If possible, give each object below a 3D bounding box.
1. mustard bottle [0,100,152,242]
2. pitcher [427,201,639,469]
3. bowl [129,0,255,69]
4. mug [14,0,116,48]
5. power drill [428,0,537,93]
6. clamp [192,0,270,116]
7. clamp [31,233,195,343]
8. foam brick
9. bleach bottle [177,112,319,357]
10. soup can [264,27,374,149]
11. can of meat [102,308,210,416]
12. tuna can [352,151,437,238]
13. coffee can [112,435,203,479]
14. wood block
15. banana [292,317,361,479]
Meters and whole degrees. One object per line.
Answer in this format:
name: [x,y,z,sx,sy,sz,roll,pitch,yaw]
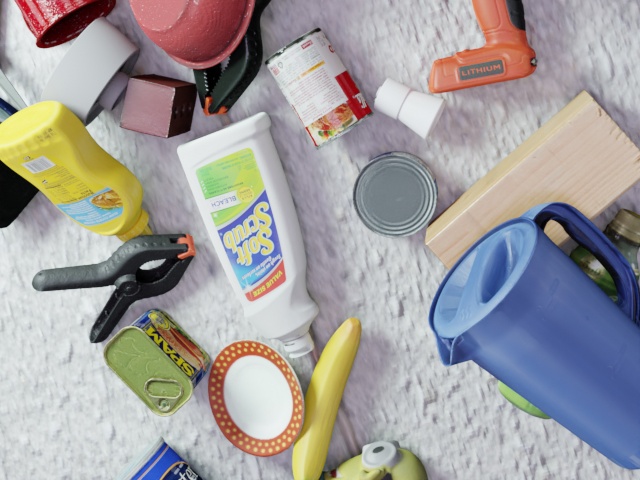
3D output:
mustard bottle: [-0.239,-0.058,1.096,0.096,0.058,0.191,-16,134,31]
pitcher: [0.232,0.091,0.971,0.242,0.145,0.149,39,119,-15]
bowl: [-0.137,-0.247,1.030,0.162,0.055,0.162,7,101,40]
mug: [-0.273,-0.248,1.083,0.117,0.093,0.081,-31,91,51]
power drill: [0.128,-0.239,1.021,0.184,0.057,0.187,-8,101,12]
clamp: [-0.082,-0.222,1.048,0.165,0.036,0.210,21,113,38]
clamp: [-0.216,0.037,1.134,0.171,0.039,0.120,-36,138,12]
foam brick: [-0.163,-0.138,1.086,0.051,0.078,0.053,15,105,8]
bleach bottle: [-0.057,0.001,1.108,0.103,0.068,0.251,-19,101,14]
soup can: [-0.002,-0.150,1.060,0.068,0.068,0.102,-31,95,15]
can of meat: [-0.172,0.128,1.144,0.057,0.084,0.102,-43,92,16]
tuna can: [0.077,-0.047,1.086,0.086,0.033,0.086,2,103,9]
coffee can: [-0.164,0.301,1.172,0.103,0.102,0.140,-44,93,16]
wood block: [0.208,-0.042,1.036,0.206,0.090,0.091,-42,94,16]
banana: [0.006,0.178,1.129,0.037,0.070,0.198,17,82,-23]
